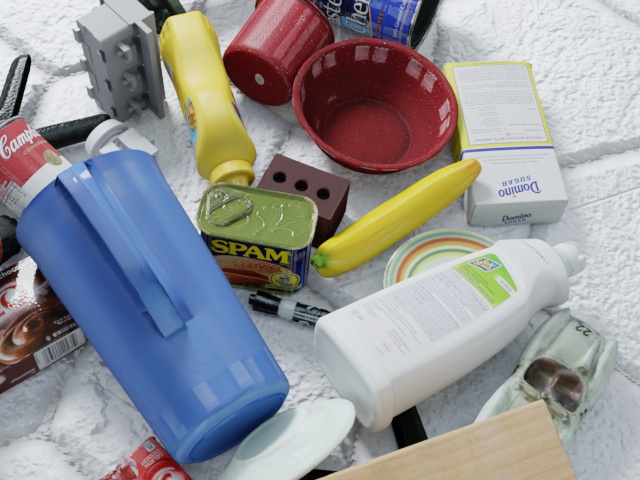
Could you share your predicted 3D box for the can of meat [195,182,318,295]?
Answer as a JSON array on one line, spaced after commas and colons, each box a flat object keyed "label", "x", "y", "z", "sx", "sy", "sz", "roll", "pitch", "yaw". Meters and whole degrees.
[{"label": "can of meat", "x": -0.056, "y": 0.001, "z": 0.939, "sx": 0.102, "sy": 0.084, "sz": 0.057, "roll": 10, "pitch": 56, "yaw": 2}]

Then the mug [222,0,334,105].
[{"label": "mug", "x": -0.054, "y": -0.191, "z": 1.077, "sx": 0.117, "sy": 0.093, "sz": 0.081, "roll": 7, "pitch": 54, "yaw": 39}]

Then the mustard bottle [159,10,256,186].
[{"label": "mustard bottle", "x": -0.102, "y": -0.116, "z": 1.006, "sx": 0.058, "sy": 0.096, "sz": 0.192, "roll": -15, "pitch": 64, "yaw": -10}]

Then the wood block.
[{"label": "wood block", "x": 0.075, "y": 0.193, "z": 0.753, "sx": 0.206, "sy": 0.091, "sz": 0.090, "roll": -20, "pitch": 73, "yaw": 1}]

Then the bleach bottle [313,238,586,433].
[{"label": "bleach bottle", "x": 0.123, "y": 0.063, "z": 0.891, "sx": 0.250, "sy": 0.068, "sz": 0.103, "roll": -22, "pitch": 52, "yaw": -23}]

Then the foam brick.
[{"label": "foam brick", "x": -0.018, "y": -0.036, "z": 0.986, "sx": 0.078, "sy": 0.051, "sz": 0.053, "roll": 21, "pitch": 56, "yaw": 10}]

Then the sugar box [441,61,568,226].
[{"label": "sugar box", "x": 0.176, "y": -0.097, "z": 1.047, "sx": 0.093, "sy": 0.048, "sz": 0.176, "roll": -3, "pitch": 60, "yaw": -5}]

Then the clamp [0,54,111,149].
[{"label": "clamp", "x": -0.285, "y": -0.093, "z": 1.016, "sx": 0.120, "sy": 0.039, "sz": 0.171, "roll": 27, "pitch": 66, "yaw": 12}]

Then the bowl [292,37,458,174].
[{"label": "bowl", "x": 0.050, "y": -0.120, "z": 1.043, "sx": 0.162, "sy": 0.055, "sz": 0.162, "roll": 3, "pitch": 58, "yaw": -6}]

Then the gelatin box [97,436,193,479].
[{"label": "gelatin box", "x": -0.140, "y": 0.207, "z": 0.824, "sx": 0.089, "sy": 0.030, "sz": 0.073, "roll": -37, "pitch": 66, "yaw": -25}]

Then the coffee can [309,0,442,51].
[{"label": "coffee can", "x": 0.051, "y": -0.268, "z": 1.120, "sx": 0.140, "sy": 0.103, "sz": 0.102, "roll": 24, "pitch": 57, "yaw": 12}]

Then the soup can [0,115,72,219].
[{"label": "soup can", "x": -0.254, "y": -0.052, "z": 0.954, "sx": 0.102, "sy": 0.069, "sz": 0.068, "roll": 43, "pitch": 61, "yaw": 0}]

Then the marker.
[{"label": "marker", "x": -0.005, "y": 0.067, "z": 0.936, "sx": 0.121, "sy": 0.020, "sz": 0.020, "roll": 15, "pitch": 56, "yaw": 7}]

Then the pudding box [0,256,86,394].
[{"label": "pudding box", "x": -0.268, "y": 0.076, "z": 0.900, "sx": 0.113, "sy": 0.039, "sz": 0.090, "roll": -29, "pitch": 62, "yaw": -22}]

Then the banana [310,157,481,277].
[{"label": "banana", "x": 0.063, "y": -0.014, "z": 0.969, "sx": 0.197, "sy": 0.070, "sz": 0.037, "roll": -33, "pitch": 96, "yaw": -24}]

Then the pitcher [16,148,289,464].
[{"label": "pitcher", "x": -0.133, "y": 0.050, "z": 0.854, "sx": 0.149, "sy": 0.145, "sz": 0.243, "roll": -10, "pitch": 58, "yaw": -53}]
